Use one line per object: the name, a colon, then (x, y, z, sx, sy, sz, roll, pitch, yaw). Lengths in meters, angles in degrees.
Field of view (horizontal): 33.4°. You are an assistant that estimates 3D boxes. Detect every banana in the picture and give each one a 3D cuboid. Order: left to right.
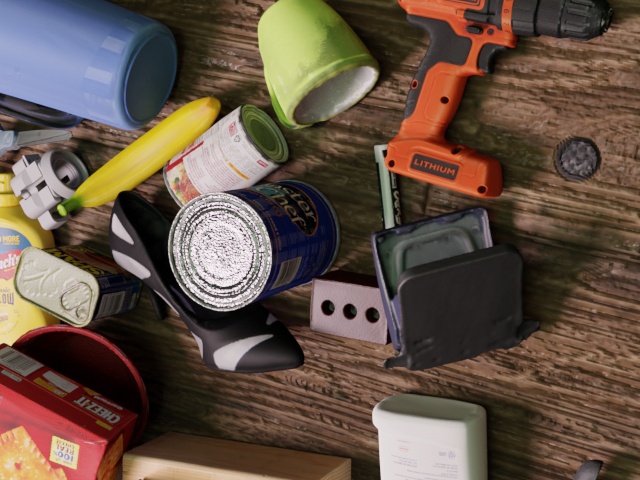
banana: (-0.169, -0.083, 1.047, 0.198, 0.069, 0.037, -34, 106, 17)

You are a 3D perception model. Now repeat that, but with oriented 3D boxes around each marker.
marker: (0.064, -0.027, 0.969, 0.020, 0.020, 0.121, -3, 96, 26)

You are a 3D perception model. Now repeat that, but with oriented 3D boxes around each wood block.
wood block: (-0.082, 0.252, 1.038, 0.206, 0.090, 0.091, 4, 98, 25)

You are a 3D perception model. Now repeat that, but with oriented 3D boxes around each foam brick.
foam brick: (0.037, 0.060, 0.976, 0.078, 0.051, 0.053, 7, 100, 24)

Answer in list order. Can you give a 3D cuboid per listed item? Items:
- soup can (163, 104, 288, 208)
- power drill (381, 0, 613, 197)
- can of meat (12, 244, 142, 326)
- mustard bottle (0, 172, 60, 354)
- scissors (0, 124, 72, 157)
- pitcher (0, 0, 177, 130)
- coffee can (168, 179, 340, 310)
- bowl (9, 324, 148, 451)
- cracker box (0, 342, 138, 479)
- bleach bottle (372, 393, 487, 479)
soup can: (-0.089, -0.075, 1.008, 0.102, 0.068, 0.068, -33, 82, 25)
power drill: (0.137, -0.135, 0.899, 0.185, 0.057, 0.188, 18, 102, 26)
can of meat: (-0.245, 0.043, 1.088, 0.102, 0.083, 0.057, 23, 103, 21)
mustard bottle: (-0.330, 0.024, 1.142, 0.096, 0.058, 0.191, 1, 97, 19)
scissors: (-0.330, -0.087, 1.112, 0.202, 0.016, 0.096, 20, 91, 41)
pitcher: (-0.267, -0.185, 1.055, 0.243, 0.149, 0.145, 21, 91, 18)
coffee can: (-0.056, 0.001, 0.962, 0.103, 0.140, 0.103, 4, 99, 25)
bowl: (-0.246, 0.149, 1.107, 0.162, 0.055, 0.162, 5, 112, 11)
cracker box: (-0.293, 0.235, 1.064, 0.164, 0.072, 0.214, 26, 111, 12)
bleach bottle: (0.100, 0.271, 0.970, 0.103, 0.068, 0.251, 5, 102, 28)
